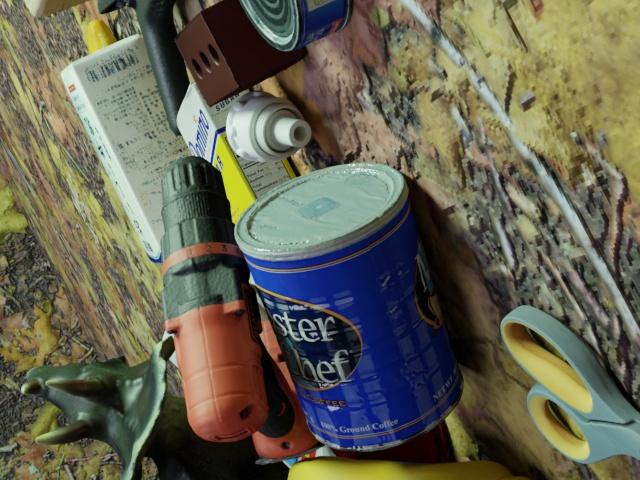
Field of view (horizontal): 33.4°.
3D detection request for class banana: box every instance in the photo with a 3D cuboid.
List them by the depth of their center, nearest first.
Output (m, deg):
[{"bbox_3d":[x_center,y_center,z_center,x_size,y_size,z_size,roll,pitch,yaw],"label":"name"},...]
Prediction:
[{"bbox_3d":[-0.202,-0.130,1.089,0.070,0.037,0.198,48,157,33],"label":"banana"}]

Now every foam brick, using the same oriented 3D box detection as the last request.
[{"bbox_3d":[-0.052,-0.123,0.680,0.053,0.051,0.078,64,161,-6],"label":"foam brick"}]

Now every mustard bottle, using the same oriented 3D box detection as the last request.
[{"bbox_3d":[0.071,0.171,0.689,0.096,0.058,0.192,30,153,-35],"label":"mustard bottle"}]

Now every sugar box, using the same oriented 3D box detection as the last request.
[{"bbox_3d":[-0.048,-0.035,0.803,0.176,0.048,0.093,59,161,4],"label":"sugar box"}]

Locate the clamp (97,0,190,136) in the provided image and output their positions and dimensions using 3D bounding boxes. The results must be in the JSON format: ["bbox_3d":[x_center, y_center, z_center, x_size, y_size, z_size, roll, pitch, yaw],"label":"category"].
[{"bbox_3d":[-0.134,-0.188,0.825,0.165,0.036,0.210,58,159,19],"label":"clamp"}]

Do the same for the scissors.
[{"bbox_3d":[0.155,0.107,0.509,0.202,0.016,0.096,46,157,39],"label":"scissors"}]

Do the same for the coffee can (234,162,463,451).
[{"bbox_3d":[0.019,0.039,0.636,0.103,0.102,0.140,30,144,58],"label":"coffee can"}]

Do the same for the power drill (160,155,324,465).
[{"bbox_3d":[-0.051,0.057,0.695,0.187,0.057,0.184,57,-160,-61],"label":"power drill"}]

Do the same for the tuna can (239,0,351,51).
[{"bbox_3d":[-0.020,-0.149,0.587,0.086,0.033,0.086,52,159,29],"label":"tuna can"}]
